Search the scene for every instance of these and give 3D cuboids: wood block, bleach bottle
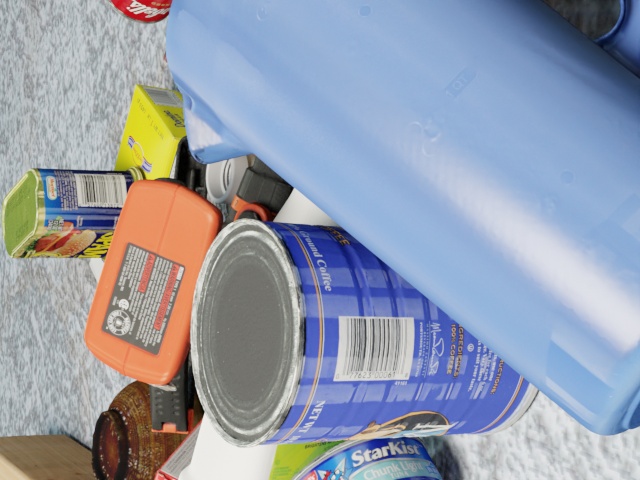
[{"bbox_3d":[-0.235,0.240,0.948,0.206,0.090,0.091,6,92,57],"label":"wood block"},{"bbox_3d":[-0.006,0.037,0.593,0.068,0.102,0.251,27,111,40],"label":"bleach bottle"}]

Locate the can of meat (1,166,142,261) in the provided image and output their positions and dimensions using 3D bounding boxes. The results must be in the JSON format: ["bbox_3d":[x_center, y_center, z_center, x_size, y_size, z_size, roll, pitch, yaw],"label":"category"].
[{"bbox_3d":[-0.193,-0.020,0.828,0.102,0.083,0.057,-30,65,55],"label":"can of meat"}]

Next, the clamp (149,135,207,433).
[{"bbox_3d":[-0.098,0.032,0.743,0.164,0.036,0.210,-87,1,-68],"label":"clamp"}]

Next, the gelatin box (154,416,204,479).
[{"bbox_3d":[-0.091,0.169,0.736,0.030,0.089,0.073,24,116,9],"label":"gelatin box"}]

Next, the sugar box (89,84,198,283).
[{"bbox_3d":[-0.139,-0.027,0.864,0.093,0.048,0.176,52,128,46],"label":"sugar box"}]

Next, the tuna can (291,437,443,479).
[{"bbox_3d":[0.023,0.138,0.553,0.086,0.085,0.034,-61,42,34],"label":"tuna can"}]

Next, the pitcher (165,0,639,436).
[{"bbox_3d":[0.065,-0.049,0.425,0.243,0.144,0.149,43,144,26],"label":"pitcher"}]

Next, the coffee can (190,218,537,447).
[{"bbox_3d":[0.023,0.044,0.511,0.103,0.140,0.103,-9,80,57],"label":"coffee can"}]

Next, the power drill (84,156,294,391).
[{"bbox_3d":[-0.054,0.001,0.620,0.057,0.187,0.184,20,100,16],"label":"power drill"}]
